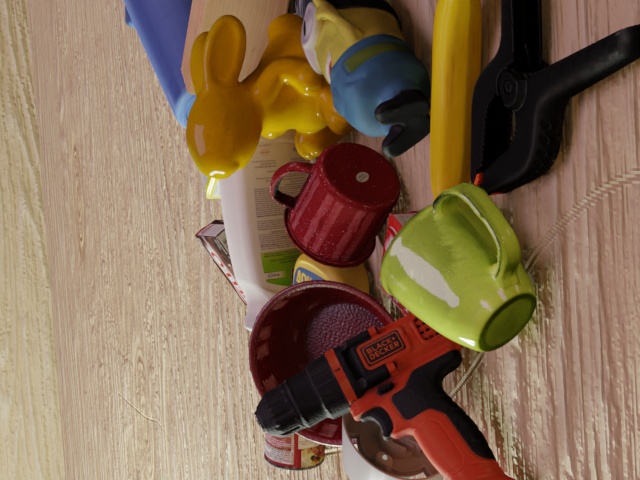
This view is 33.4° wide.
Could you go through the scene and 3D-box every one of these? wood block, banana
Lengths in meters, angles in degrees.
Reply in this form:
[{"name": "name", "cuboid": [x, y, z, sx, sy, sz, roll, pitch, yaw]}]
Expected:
[{"name": "wood block", "cuboid": [-0.085, -0.262, 1.137, 0.090, 0.090, 0.206, -115, 34, -60]}, {"name": "banana", "cuboid": [0.101, -0.117, 0.814, 0.069, 0.037, 0.198, -50, -37, -60]}]

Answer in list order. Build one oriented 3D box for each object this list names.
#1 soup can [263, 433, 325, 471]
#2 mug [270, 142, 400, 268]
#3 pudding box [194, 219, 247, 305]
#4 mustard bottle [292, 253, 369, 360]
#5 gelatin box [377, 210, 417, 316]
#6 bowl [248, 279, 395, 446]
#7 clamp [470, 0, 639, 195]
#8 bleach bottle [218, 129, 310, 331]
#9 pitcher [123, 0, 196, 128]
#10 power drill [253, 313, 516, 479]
[{"name": "soup can", "cuboid": [-0.027, 0.191, 1.167, 0.069, 0.068, 0.102, -146, 55, -62]}, {"name": "mug", "cuboid": [0.011, -0.040, 0.976, 0.082, 0.117, 0.093, 119, 169, -46]}, {"name": "pudding box", "cuboid": [-0.093, 0.029, 1.265, 0.113, 0.039, 0.090, 57, 161, -14]}, {"name": "mustard bottle", "cuboid": [0.009, 0.066, 1.065, 0.096, 0.058, 0.192, 25, 118, 52]}, {"name": "gelatin box", "cuboid": [0.083, 0.026, 0.920, 0.089, 0.030, 0.073, -128, 39, -52]}, {"name": "bowl", "cuboid": [0.016, 0.108, 1.000, 0.055, 0.162, 0.162, -33, -54, -64]}, {"name": "clamp", "cuboid": [0.148, -0.105, 0.728, 0.165, 0.036, 0.210, -120, 31, -45]}, {"name": "bleach bottle", "cuboid": [-0.057, 0.001, 1.109, 0.068, 0.102, 0.251, 14, 108, 59]}, {"name": "pitcher", "cuboid": [-0.153, -0.260, 1.314, 0.149, 0.144, 0.243, 98, 153, -56]}, {"name": "power drill", "cuboid": [0.059, 0.159, 0.835, 0.188, 0.184, 0.057, 62, -179, 26]}]
